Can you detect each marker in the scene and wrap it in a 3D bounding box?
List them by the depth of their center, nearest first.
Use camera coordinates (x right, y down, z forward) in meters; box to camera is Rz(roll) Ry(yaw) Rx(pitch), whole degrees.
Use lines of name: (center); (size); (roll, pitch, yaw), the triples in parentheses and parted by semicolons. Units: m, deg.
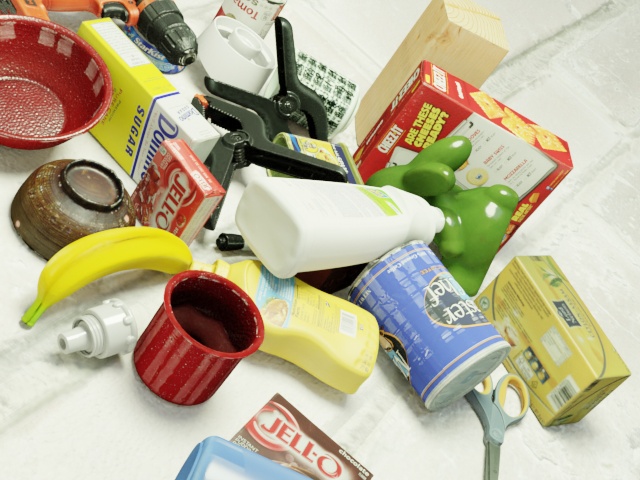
marker: (-0.057, 0.001, 1.099); (0.120, 0.020, 0.020); (-1, 49, -42)

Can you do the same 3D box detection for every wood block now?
wood block: (0.134, -0.200, 1.340); (0.090, 0.206, 0.090); (23, 37, -19)

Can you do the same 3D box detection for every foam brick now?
foam brick: (0.006, 0.021, 1.102); (0.051, 0.053, 0.078); (49, 36, 17)

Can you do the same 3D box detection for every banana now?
banana: (-0.176, 0.018, 0.931); (0.037, 0.070, 0.197); (47, 36, 20)

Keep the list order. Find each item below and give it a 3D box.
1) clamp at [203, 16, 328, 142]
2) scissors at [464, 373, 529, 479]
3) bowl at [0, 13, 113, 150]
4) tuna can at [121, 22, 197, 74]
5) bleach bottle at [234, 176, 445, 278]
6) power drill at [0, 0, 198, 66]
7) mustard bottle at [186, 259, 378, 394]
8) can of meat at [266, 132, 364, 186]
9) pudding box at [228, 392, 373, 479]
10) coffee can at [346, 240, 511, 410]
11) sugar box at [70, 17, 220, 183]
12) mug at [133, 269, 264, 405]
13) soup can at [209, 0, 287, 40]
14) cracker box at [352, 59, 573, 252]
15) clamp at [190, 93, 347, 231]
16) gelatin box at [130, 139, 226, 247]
clamp: (-0.039, -0.169, 1.228); (0.171, 0.120, 0.039); (43, 3, -30)
scissors: (0.163, 0.185, 1.084); (0.096, 0.016, 0.201); (39, 34, 5)
bowl: (-0.282, -0.139, 1.014); (0.162, 0.055, 0.162); (12, 51, -16)
tuna can: (-0.188, -0.234, 1.245); (0.086, 0.034, 0.086); (24, 36, -19)
bleach bottle: (0.039, -0.015, 1.067); (0.250, 0.068, 0.103); (-1, 39, -44)
power drill: (-0.244, -0.244, 1.153); (0.187, 0.057, 0.184); (-15, 55, -36)
mustard bottle: (-0.039, 0.068, 1.003); (0.191, 0.058, 0.096); (28, 35, -14)
can of meat: (-0.007, -0.070, 1.195); (0.083, 0.058, 0.102); (9, 44, -33)
pudding box: (-0.022, 0.192, 0.890); (0.113, 0.039, 0.089); (41, 34, 6)
coffee can: (0.108, 0.085, 1.074); (0.102, 0.103, 0.140); (-12, 57, -48)
sugar box: (-0.188, -0.130, 1.071); (0.176, 0.093, 0.048); (47, 36, 15)
mug: (-0.104, 0.079, 0.911); (0.093, 0.082, 0.117); (30, 35, -10)
soup can: (-0.093, -0.276, 1.319); (0.068, 0.102, 0.068); (24, 37, -19)
cracker box: (0.167, -0.095, 1.284); (0.213, 0.164, 0.072); (27, 34, -15)
clamp: (-0.094, -0.090, 1.129); (0.164, 0.036, 0.210); (-23, 47, -28)
gelatin box: (-0.139, -0.041, 1.014); (0.030, 0.089, 0.073); (-14, 59, -49)
